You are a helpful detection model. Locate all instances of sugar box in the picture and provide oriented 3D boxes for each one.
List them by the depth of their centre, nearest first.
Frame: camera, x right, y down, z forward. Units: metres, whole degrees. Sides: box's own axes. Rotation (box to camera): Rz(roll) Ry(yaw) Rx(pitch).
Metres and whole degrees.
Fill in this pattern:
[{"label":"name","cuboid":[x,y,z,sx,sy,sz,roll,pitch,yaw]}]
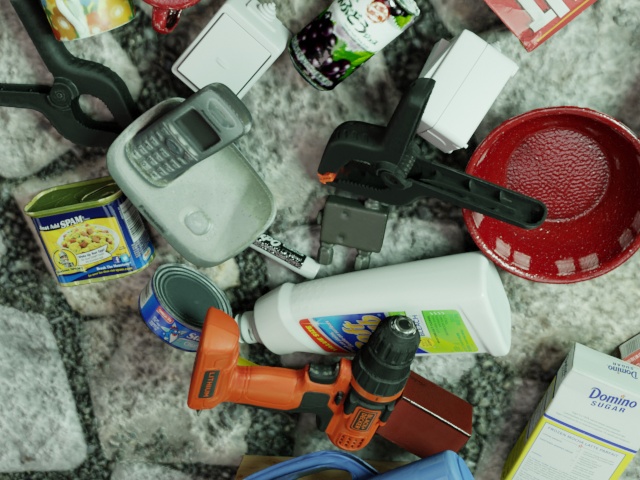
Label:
[{"label":"sugar box","cuboid":[0.243,0.183,0.996,0.093,0.048,0.176,23,125,3]}]

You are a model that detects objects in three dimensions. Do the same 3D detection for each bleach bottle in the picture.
[{"label":"bleach bottle","cuboid":[0.042,0.072,0.986,0.251,0.068,0.102,-9,136,21]}]

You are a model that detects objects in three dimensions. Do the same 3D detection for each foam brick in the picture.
[{"label":"foam brick","cuboid":[0.101,0.172,1.031,0.078,0.053,0.051,30,117,-3]}]

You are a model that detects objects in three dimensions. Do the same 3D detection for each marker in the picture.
[{"label":"marker","cuboid":[-0.057,0.001,0.998,0.121,0.020,0.020,29,117,-3]}]

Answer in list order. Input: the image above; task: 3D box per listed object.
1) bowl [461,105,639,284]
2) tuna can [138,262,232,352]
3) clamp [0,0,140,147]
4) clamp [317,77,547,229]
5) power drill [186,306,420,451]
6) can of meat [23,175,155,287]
[{"label":"bowl","cuboid":[0.201,-0.045,0.904,0.162,0.055,0.162,5,116,9]},{"label":"tuna can","cuboid":[-0.128,0.064,1.006,0.086,0.086,0.034,36,118,-7]},{"label":"clamp","cuboid":[-0.229,-0.145,0.952,0.171,0.039,0.120,24,122,-7]},{"label":"clamp","cuboid":[0.075,-0.058,0.874,0.164,0.036,0.210,41,157,-23]},{"label":"power drill","cuboid":[-0.018,0.115,0.951,0.187,0.057,0.185,14,135,-7]},{"label":"can of meat","cuboid":[-0.214,-0.008,1.005,0.102,0.057,0.084,-10,115,16]}]
